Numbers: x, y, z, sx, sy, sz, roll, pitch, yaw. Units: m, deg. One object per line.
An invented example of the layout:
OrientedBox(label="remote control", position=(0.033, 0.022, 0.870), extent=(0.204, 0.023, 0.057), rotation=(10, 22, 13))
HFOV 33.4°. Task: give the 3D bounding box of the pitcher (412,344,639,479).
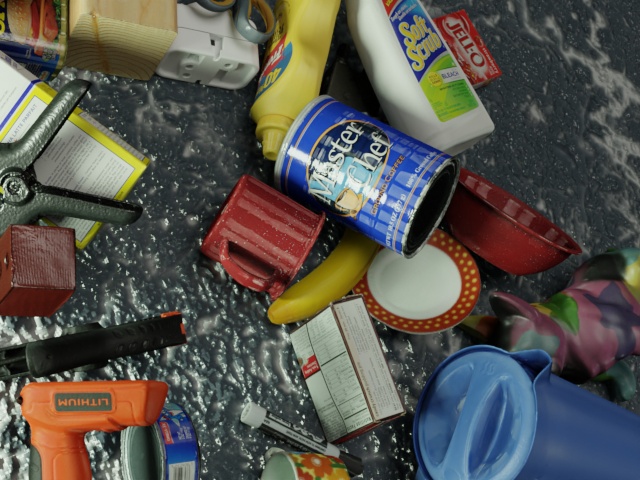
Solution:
OrientedBox(label="pitcher", position=(0.202, 0.194, 0.969), extent=(0.242, 0.149, 0.145), rotation=(23, 66, -38))

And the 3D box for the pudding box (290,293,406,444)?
OrientedBox(label="pudding box", position=(0.022, 0.115, 0.939), extent=(0.039, 0.090, 0.113), rotation=(-14, 75, -33))

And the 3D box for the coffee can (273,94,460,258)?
OrientedBox(label="coffee can", position=(0.043, -0.059, 0.982), extent=(0.140, 0.103, 0.102), rotation=(28, 53, 18))

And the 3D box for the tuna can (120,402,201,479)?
OrientedBox(label="tuna can", position=(-0.126, 0.170, 0.835), extent=(0.033, 0.086, 0.086), rotation=(-1, 69, -32))

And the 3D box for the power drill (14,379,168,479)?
OrientedBox(label="power drill", position=(-0.149, 0.194, 0.762), extent=(0.184, 0.057, 0.187), rotation=(-1, 79, 7))

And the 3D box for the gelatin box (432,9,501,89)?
OrientedBox(label="gelatin box", position=(0.151, -0.209, 1.192), extent=(0.073, 0.030, 0.089), rotation=(-23, 82, -35))

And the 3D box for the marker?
OrientedBox(label="marker", position=(-0.014, 0.176, 0.936), extent=(0.121, 0.020, 0.020), rotation=(30, 57, -15))

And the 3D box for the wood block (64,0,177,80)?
OrientedBox(label="wood block", position=(-0.190, -0.266, 0.990), extent=(0.090, 0.091, 0.206), rotation=(7, 66, -26))

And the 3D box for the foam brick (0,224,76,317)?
OrientedBox(label="foam brick", position=(-0.230, 0.026, 0.846), extent=(0.051, 0.078, 0.053), rotation=(5, 66, -29))

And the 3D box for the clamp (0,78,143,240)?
OrientedBox(label="clamp", position=(-0.235, -0.057, 0.843), extent=(0.171, 0.039, 0.120), rotation=(-11, 99, 1))

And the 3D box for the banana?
OrientedBox(label="banana", position=(0.017, 0.011, 1.018), extent=(0.070, 0.037, 0.197), rotation=(15, 53, 15))

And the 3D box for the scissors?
OrientedBox(label="scissors", position=(-0.089, -0.264, 1.048), extent=(0.096, 0.016, 0.202), rotation=(18, 39, -31))

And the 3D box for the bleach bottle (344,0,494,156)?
OrientedBox(label="bleach bottle", position=(0.074, -0.198, 1.070), extent=(0.102, 0.068, 0.251), rotation=(-23, 83, -40))

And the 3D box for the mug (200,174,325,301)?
OrientedBox(label="mug", position=(-0.056, 0.001, 0.943), extent=(0.081, 0.093, 0.117), rotation=(31, 36, -9))

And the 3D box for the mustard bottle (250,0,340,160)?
OrientedBox(label="mustard bottle", position=(-0.028, -0.160, 1.030), extent=(0.058, 0.096, 0.191), rotation=(23, 59, -21))

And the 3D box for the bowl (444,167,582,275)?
OrientedBox(label="bowl", position=(0.181, -0.012, 1.077), extent=(0.162, 0.055, 0.162), rotation=(31, 14, -9))

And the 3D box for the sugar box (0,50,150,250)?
OrientedBox(label="sugar box", position=(-0.239, -0.081, 0.883), extent=(0.176, 0.048, 0.093), rotation=(38, 97, -8))

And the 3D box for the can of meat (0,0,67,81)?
OrientedBox(label="can of meat", position=(-0.270, -0.193, 0.935), extent=(0.083, 0.058, 0.102), rotation=(8, 65, -29))

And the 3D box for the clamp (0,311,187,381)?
OrientedBox(label="clamp", position=(-0.194, 0.085, 0.829), extent=(0.209, 0.165, 0.036), rotation=(-8, 87, -56))
